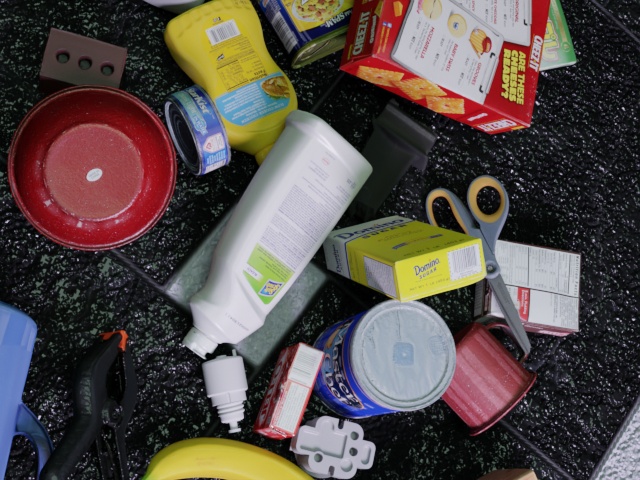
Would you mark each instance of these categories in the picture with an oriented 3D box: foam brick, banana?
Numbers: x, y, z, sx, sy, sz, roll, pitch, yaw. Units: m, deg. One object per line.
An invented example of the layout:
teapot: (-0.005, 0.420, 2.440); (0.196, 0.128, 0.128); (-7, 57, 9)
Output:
foam brick: (-0.235, -0.168, 1.054); (0.078, 0.051, 0.053); (13, 75, -14)
banana: (-0.079, 0.225, 1.017); (0.197, 0.037, 0.069); (10, 63, -10)

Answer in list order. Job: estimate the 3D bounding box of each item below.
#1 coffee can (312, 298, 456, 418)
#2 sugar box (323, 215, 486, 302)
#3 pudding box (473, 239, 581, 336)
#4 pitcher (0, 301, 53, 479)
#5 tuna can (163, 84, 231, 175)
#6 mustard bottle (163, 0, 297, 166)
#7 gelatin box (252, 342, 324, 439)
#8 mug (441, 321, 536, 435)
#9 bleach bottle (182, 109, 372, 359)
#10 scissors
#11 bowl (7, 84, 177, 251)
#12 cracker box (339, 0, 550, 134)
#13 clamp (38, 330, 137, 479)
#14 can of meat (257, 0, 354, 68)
coffee can: (0.056, 0.117, 1.034); (0.102, 0.140, 0.103); (4, 77, -17)
sugar box: (0.077, 0.013, 1.044); (0.093, 0.176, 0.048); (-14, 106, -20)
pudding box: (0.225, 0.051, 1.156); (0.113, 0.039, 0.090); (10, 74, -17)
pitcher: (-0.317, 0.174, 0.918); (0.145, 0.149, 0.243); (2, 69, 26)
tuna can: (-0.123, -0.109, 1.058); (0.033, 0.086, 0.086); (-24, 86, -19)
mustard bottle: (-0.078, -0.151, 1.095); (0.096, 0.058, 0.191); (-26, 86, -21)
gelatin box: (-0.033, 0.147, 1.036); (0.030, 0.073, 0.089); (24, 73, -10)
mug: (0.166, 0.130, 1.094); (0.081, 0.093, 0.117); (47, 65, 2)
bleach bottle: (-0.057, 0.001, 1.045); (0.102, 0.068, 0.251); (40, 82, -32)
scissors: (0.190, 0.013, 1.120); (0.096, 0.016, 0.202); (-39, 68, 2)
bowl: (-0.215, -0.067, 1.010); (0.162, 0.055, 0.162); (-2, 98, -12)
cracker box: (0.136, -0.225, 1.132); (0.213, 0.072, 0.164); (18, 77, -30)
clamp: (-0.198, 0.170, 0.983); (0.039, 0.120, 0.171); (-3, 55, 21)
can of meat: (-0.005, -0.244, 1.140); (0.102, 0.057, 0.084); (-28, 85, -21)
